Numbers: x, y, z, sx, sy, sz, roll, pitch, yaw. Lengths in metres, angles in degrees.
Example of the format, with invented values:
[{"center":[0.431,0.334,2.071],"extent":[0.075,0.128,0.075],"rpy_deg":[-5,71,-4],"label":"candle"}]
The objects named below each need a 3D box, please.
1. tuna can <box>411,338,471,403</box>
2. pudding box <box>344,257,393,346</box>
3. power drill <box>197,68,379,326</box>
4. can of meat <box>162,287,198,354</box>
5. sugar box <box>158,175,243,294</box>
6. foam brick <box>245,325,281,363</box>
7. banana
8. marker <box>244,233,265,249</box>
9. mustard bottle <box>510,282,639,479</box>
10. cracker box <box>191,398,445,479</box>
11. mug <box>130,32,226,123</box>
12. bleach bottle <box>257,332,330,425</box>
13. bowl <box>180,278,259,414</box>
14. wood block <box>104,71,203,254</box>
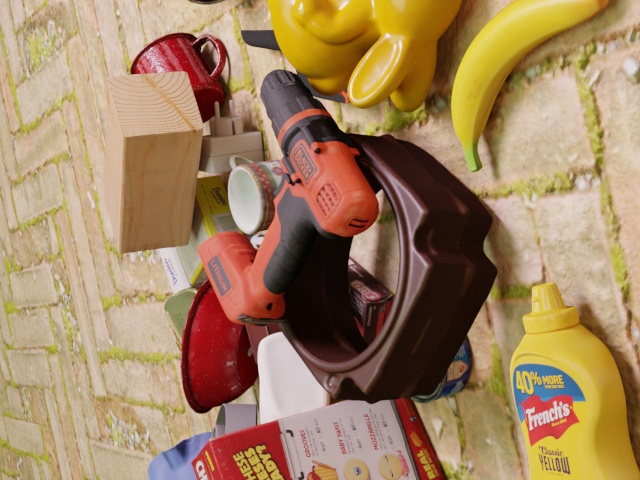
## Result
[{"center":[0.097,0.102,0.963],"extent":[0.086,0.033,0.086],"rpy_deg":[27,123,53],"label":"tuna can"},{"center":[0.023,0.068,1.071],"extent":[0.114,0.039,0.090],"rpy_deg":[43,136,46],"label":"pudding box"},{"center":[-0.039,-0.032,0.926],"extent":[0.188,0.057,0.184],"rpy_deg":[-56,45,33],"label":"power drill"},{"center":[-0.153,0.121,1.342],"extent":[0.102,0.057,0.084],"rpy_deg":[54,166,36],"label":"can of meat"},{"center":[-0.153,0.003,1.344],"extent":[0.093,0.048,0.176],"rpy_deg":[68,152,20],"label":"sugar box"},{"center":[-0.049,0.093,1.192],"extent":[0.053,0.051,0.078],"rpy_deg":[-26,77,60],"label":"foam brick"},{"center":[0.145,-0.136,0.805],"extent":[0.070,0.037,0.198],"rpy_deg":[48,143,14],"label":"banana"},{"center":[-0.058,0.002,1.207],"extent":[0.121,0.020,0.020],"rpy_deg":[0,100,60],"label":"marker"},{"center":[0.186,0.127,0.798],"extent":[0.096,0.058,0.191],"rpy_deg":[-12,89,62],"label":"mustard bottle"},{"center":[0.010,0.239,0.979],"extent":[0.164,0.213,0.072],"rpy_deg":[66,148,21],"label":"cracker box"},{"center":[-0.156,-0.191,1.255],"extent":[0.117,0.093,0.081],"rpy_deg":[-38,67,17],"label":"mug"},{"center":[-0.038,0.198,1.167],"extent":[0.251,0.068,0.102],"rpy_deg":[102,161,-58],"label":"bleach bottle"},{"center":[-0.105,0.124,1.242],"extent":[0.055,0.162,0.162],"rpy_deg":[5,109,17],"label":"bowl"},{"center":[-0.193,-0.085,1.215],"extent":[0.206,0.090,0.091],"rpy_deg":[106,151,-51],"label":"wood block"}]
